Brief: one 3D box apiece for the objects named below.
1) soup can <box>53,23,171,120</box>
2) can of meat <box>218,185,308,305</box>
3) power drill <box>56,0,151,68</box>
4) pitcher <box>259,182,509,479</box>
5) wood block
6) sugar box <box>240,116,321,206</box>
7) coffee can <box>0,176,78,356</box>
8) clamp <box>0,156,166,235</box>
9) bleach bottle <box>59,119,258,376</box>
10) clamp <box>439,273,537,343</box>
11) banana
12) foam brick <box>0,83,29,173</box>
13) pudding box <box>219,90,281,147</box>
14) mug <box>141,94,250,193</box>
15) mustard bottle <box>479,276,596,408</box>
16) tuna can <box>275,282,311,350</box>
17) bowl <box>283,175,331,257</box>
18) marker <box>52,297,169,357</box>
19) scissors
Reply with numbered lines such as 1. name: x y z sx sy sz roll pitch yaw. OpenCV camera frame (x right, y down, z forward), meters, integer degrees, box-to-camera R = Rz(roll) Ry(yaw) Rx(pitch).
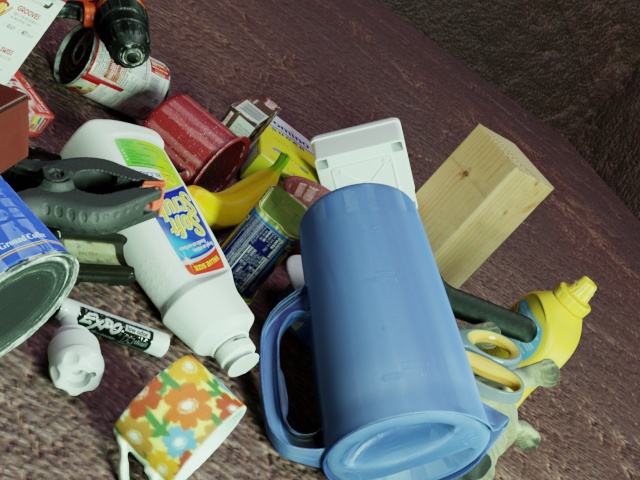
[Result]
1. soup can: -0.214 -0.173 1.104 0.102 0.069 0.068 23 26 -43
2. can of meat: -0.056 0.001 0.995 0.057 0.084 0.102 39 19 -5
3. power drill: -0.259 -0.218 1.012 0.187 0.057 0.184 0 35 -20
4. pitcher: 0.040 0.074 0.872 0.149 0.145 0.243 29 38 -40
5. wood block: 0.170 -0.028 1.312 0.090 0.206 0.091 20 29 -46
6. sugar box: -0.050 -0.099 1.290 0.093 0.048 0.176 36 21 -20
7. coffee can: -0.230 -0.005 0.641 0.140 0.103 0.102 46 19 13
8. clamp: -0.199 -0.029 0.772 0.171 0.039 0.120 5 42 -10
9. bleach bottle: -0.122 0.008 0.890 0.102 0.068 0.251 9 39 -56
10. clamp: 0.093 0.056 1.078 0.209 0.165 0.036 34 59 -21
11. banana: -0.092 -0.042 1.052 0.037 0.070 0.197 23 23 17
12. foam brick: -0.249 -0.074 0.746 0.053 0.051 0.078 23 39 20
13. pudding box: -0.093 -0.114 1.172 0.039 0.090 0.113 39 19 0
14. mug: -0.136 -0.085 1.042 0.081 0.093 0.117 40 36 11
15. mustard bottle: 0.212 0.109 1.106 0.058 0.192 0.096 32 21 -24
16. tuna can: -0.001 0.073 1.021 0.086 0.034 0.086 36 19 -15
17. bowl: 0.009 0.003 1.163 0.162 0.055 0.162 36 19 -15
18. marker: -0.161 0.057 0.765 0.121 0.020 0.020 26 24 -37
19. scissors: 0.100 0.083 0.971 0.202 0.016 0.096 30 33 18
